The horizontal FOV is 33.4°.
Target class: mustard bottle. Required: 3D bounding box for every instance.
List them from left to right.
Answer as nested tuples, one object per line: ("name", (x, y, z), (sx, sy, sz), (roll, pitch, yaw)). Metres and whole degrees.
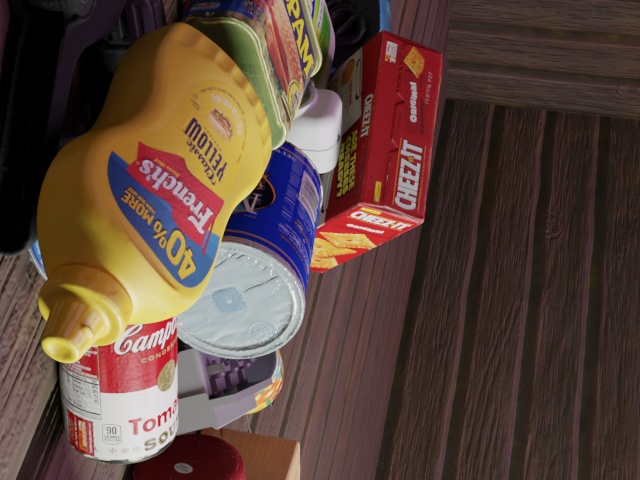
("mustard bottle", (-0.086, -0.017, 0.518), (0.096, 0.058, 0.191), (56, 37, -31))

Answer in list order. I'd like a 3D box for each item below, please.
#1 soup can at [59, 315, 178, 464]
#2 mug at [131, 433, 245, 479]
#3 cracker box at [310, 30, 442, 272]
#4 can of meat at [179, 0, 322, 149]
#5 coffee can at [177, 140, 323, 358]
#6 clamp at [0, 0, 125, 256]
("soup can", (-0.116, 0.069, 0.615), (0.068, 0.068, 0.102), (-64, 160, -62))
("mug", (-0.092, 0.191, 0.792), (0.117, 0.093, 0.081), (-72, 162, -62))
("cracker box", (0.028, -0.073, 0.991), (0.214, 0.072, 0.164), (152, -51, -62))
("can of meat", (-0.042, -0.115, 0.638), (0.084, 0.057, 0.102), (-72, 155, -44))
("coffee can", (-0.055, 0.001, 0.769), (0.140, 0.103, 0.103), (-81, 173, -54))
("clamp", (-0.127, -0.107, 0.504), (0.164, 0.036, 0.209), (89, 16, -44))
